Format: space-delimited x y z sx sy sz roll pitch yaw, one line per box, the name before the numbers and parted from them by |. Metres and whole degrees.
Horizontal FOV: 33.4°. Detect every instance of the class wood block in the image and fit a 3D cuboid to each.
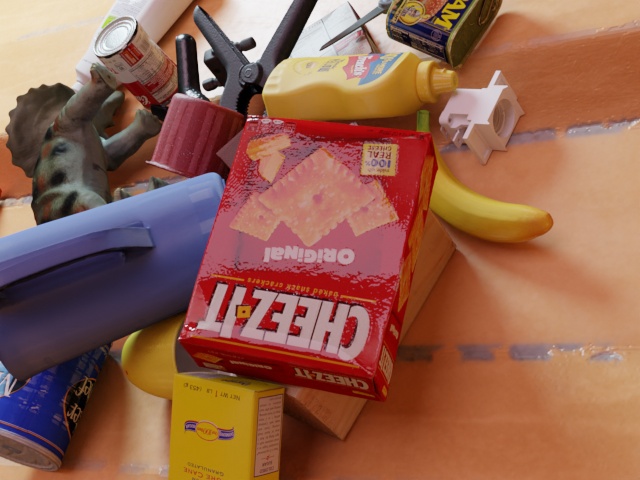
wood block | 0.021 0.057 0.945 0.091 0.090 0.206 17 68 42

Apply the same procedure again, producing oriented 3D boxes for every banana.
banana | 0.130 -0.044 0.970 0.198 0.037 0.070 47 133 40

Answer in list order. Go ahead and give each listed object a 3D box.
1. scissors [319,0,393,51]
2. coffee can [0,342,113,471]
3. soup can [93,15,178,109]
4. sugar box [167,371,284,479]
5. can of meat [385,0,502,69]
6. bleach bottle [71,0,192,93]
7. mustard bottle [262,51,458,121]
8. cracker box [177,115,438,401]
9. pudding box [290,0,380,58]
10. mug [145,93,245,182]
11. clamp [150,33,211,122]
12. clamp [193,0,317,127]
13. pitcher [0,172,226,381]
scissors | 0.074 -0.272 1.182 0.201 0.016 0.096 -26 40 -4
coffee can | -0.284 0.148 1.080 0.103 0.102 0.140 -1 57 35
soup can | -0.224 -0.220 1.321 0.069 0.102 0.068 -18 49 22
sugar box | -0.081 0.201 0.879 0.094 0.048 0.176 5 91 38
can of meat | 0.127 -0.239 1.105 0.084 0.057 0.102 28 76 25
bleach bottle | -0.251 -0.285 1.418 0.103 0.068 0.250 25 76 45
mustard bottle | 0.044 -0.154 1.065 0.192 0.058 0.096 2 30 27
cracker box | -0.006 0.008 0.871 0.164 0.072 0.213 8 67 16
pudding box | 0.016 -0.204 1.187 0.090 0.039 0.113 -32 43 12
mug | -0.118 -0.103 1.133 0.117 0.093 0.081 18 92 6
clamp | -0.151 -0.157 1.238 0.172 0.039 0.120 54 138 43
clamp | -0.079 -0.184 1.184 0.165 0.036 0.210 0 82 31
pitcher | -0.187 0.025 0.966 0.243 0.145 0.149 -21 29 -1
